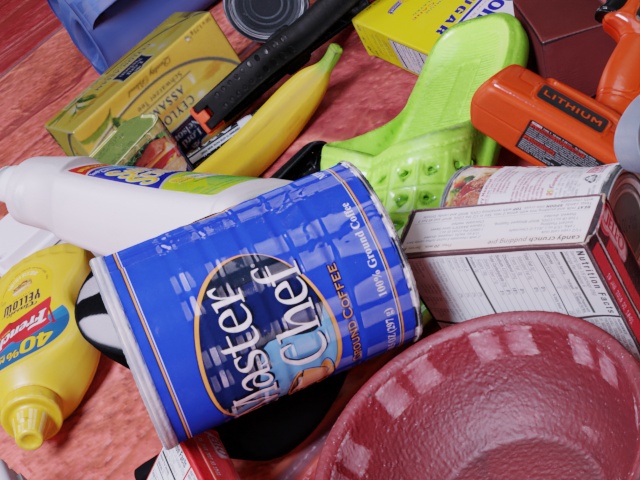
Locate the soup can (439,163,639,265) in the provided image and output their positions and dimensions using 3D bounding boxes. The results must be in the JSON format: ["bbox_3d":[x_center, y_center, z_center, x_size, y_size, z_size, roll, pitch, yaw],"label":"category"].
[{"bbox_3d":[0.126,-0.009,0.590,0.102,0.068,0.068,1,46,42],"label":"soup can"}]

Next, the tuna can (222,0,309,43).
[{"bbox_3d":[-0.053,-0.237,1.041,0.086,0.086,0.033,-23,34,16],"label":"tuna can"}]

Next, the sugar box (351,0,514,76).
[{"bbox_3d":[0.106,-0.170,0.846,0.093,0.048,0.176,-39,31,-8],"label":"sugar box"}]

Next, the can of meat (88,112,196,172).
[{"bbox_3d":[-0.146,-0.040,0.860,0.058,0.084,0.102,4,47,45],"label":"can of meat"}]

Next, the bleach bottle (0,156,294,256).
[{"bbox_3d":[-0.133,-0.021,0.725,0.251,0.068,0.102,10,17,31],"label":"bleach bottle"}]

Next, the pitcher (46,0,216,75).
[{"bbox_3d":[-0.180,-0.298,1.198,0.242,0.145,0.149,-38,52,-12],"label":"pitcher"}]

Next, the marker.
[{"bbox_3d":[-0.083,-0.085,0.926,0.121,0.020,0.020,-34,32,-1],"label":"marker"}]

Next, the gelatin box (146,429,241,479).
[{"bbox_3d":[-0.071,0.151,0.551,0.089,0.030,0.073,-63,30,12],"label":"gelatin box"}]

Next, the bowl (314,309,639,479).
[{"bbox_3d":[0.079,0.108,0.484,0.162,0.055,0.162,-23,33,16],"label":"bowl"}]

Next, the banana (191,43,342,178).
[{"bbox_3d":[-0.054,-0.082,0.856,0.037,0.070,0.197,34,66,16],"label":"banana"}]

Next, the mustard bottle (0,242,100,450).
[{"bbox_3d":[-0.204,0.081,0.772,0.096,0.058,0.191,-29,32,8],"label":"mustard bottle"}]

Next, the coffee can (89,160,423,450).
[{"bbox_3d":[-0.033,0.032,0.545,0.140,0.103,0.103,-22,30,-10],"label":"coffee can"}]

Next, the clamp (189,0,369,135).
[{"bbox_3d":[-0.024,-0.169,0.934,0.210,0.036,0.164,-40,2,3],"label":"clamp"}]

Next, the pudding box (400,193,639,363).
[{"bbox_3d":[0.105,0.023,0.544,0.114,0.090,0.039,-5,42,38],"label":"pudding box"}]

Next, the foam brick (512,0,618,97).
[{"bbox_3d":[0.169,-0.135,0.729,0.053,0.051,0.078,-15,34,4],"label":"foam brick"}]

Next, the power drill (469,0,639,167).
[{"bbox_3d":[0.169,-0.130,0.645,0.184,0.057,0.187,33,70,10],"label":"power drill"}]
